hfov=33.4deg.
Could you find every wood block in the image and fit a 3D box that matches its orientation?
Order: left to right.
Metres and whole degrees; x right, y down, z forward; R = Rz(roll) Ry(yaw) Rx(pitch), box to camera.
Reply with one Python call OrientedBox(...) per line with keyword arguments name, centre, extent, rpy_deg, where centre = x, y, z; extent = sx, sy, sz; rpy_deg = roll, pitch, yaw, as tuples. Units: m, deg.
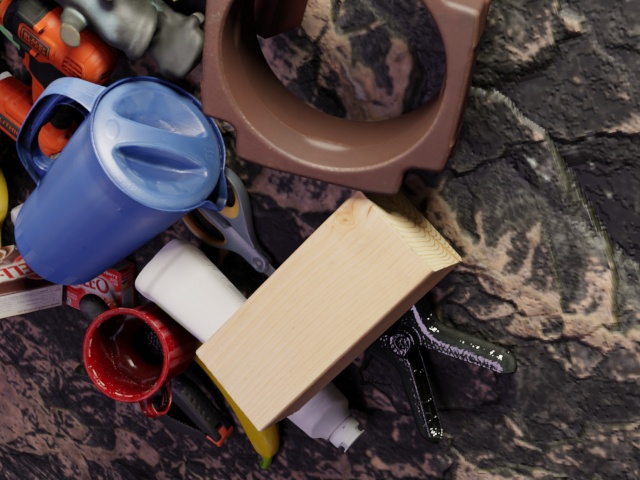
OrientedBox(name="wood block", centre=(0.006, 0.055, 0.898), extent=(0.206, 0.090, 0.091), rpy_deg=(-45, 78, 20))

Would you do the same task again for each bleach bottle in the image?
OrientedBox(name="bleach bottle", centre=(-0.060, 0.106, 1.020), extent=(0.251, 0.102, 0.068), rpy_deg=(42, 89, 11))

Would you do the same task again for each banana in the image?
OrientedBox(name="banana", centre=(-0.095, 0.152, 1.107), extent=(0.070, 0.037, 0.198), rpy_deg=(-29, 93, 40))

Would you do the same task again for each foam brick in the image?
OrientedBox(name="foam brick", centre=(-0.040, -0.213, 0.868), extent=(0.051, 0.052, 0.078), rpy_deg=(35, 129, 18))

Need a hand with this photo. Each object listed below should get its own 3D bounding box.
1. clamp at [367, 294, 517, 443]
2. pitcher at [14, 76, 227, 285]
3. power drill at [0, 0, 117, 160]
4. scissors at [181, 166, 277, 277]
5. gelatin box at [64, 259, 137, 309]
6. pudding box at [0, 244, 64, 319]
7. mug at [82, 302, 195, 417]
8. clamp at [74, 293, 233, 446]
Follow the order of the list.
OrientedBox(name="clamp", centre=(0.089, 0.083, 0.933), extent=(0.120, 0.039, 0.171), rpy_deg=(-40, 83, 28))
OrientedBox(name="pitcher", centre=(-0.212, -0.051, 1.025), extent=(0.243, 0.144, 0.149), rpy_deg=(-33, 72, 48))
OrientedBox(name="power drill", centre=(-0.286, -0.175, 1.033), extent=(0.184, 0.057, 0.188), rpy_deg=(40, 146, 5))
OrientedBox(name="scissors", centre=(-0.057, 0.001, 1.016), extent=(0.202, 0.016, 0.096), rpy_deg=(34, 129, 19))
OrientedBox(name="gelatin box", centre=(-0.243, 0.047, 1.171), extent=(0.089, 0.030, 0.073), rpy_deg=(20, 123, 28))
OrientedBox(name="pudding box", centre=(-0.352, 0.046, 1.182), extent=(0.090, 0.113, 0.039), rpy_deg=(41, 134, 42))
OrientedBox(name="mug", centre=(-0.172, 0.118, 1.063), extent=(0.093, 0.081, 0.117), rpy_deg=(-16, 91, 19))
OrientedBox(name="clamp", centre=(-0.190, 0.160, 1.174), extent=(0.210, 0.036, 0.165), rpy_deg=(37, 145, 4))
